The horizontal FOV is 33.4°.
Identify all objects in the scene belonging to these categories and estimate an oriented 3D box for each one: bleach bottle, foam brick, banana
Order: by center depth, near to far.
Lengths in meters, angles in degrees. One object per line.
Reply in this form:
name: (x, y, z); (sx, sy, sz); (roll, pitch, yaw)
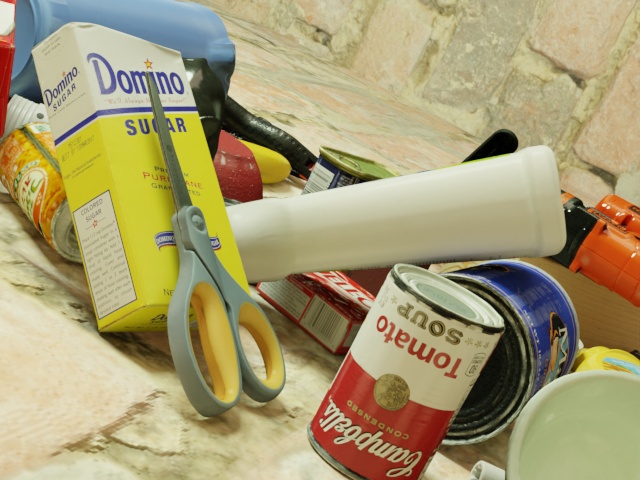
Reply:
bleach bottle: (0.023, -0.008, 0.682); (0.251, 0.068, 0.102); (-8, -3, 6)
foam brick: (0.058, 0.010, 0.880); (0.053, 0.078, 0.051); (34, 17, 32)
banana: (-0.093, -0.087, 1.055); (0.197, 0.037, 0.070); (15, 17, -39)

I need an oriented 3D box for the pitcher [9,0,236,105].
pitcher: (-0.213, -0.176, 1.012); (0.145, 0.149, 0.242); (49, 25, 24)

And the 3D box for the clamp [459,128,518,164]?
clamp: (0.110, -0.035, 1.024); (0.036, 0.164, 0.210); (44, -4, -3)

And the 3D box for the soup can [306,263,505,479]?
soup can: (0.045, 0.072, 0.563); (0.068, 0.102, 0.068); (25, 13, -7)

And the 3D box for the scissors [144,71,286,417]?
scissors: (-0.059, 0.006, 0.589); (0.096, 0.016, 0.202); (33, 39, -48)

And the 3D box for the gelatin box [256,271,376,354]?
gelatin box: (0.009, 0.046, 0.752); (0.089, 0.030, 0.073); (37, 17, 37)

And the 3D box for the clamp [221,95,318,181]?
clamp: (-0.074, -0.120, 1.157); (0.171, 0.039, 0.120); (28, -6, 14)

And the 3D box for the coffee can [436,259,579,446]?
coffee can: (0.103, 0.067, 0.689); (0.103, 0.103, 0.140); (31, 14, 20)

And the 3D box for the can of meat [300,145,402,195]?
can of meat: (0.025, -0.030, 0.955); (0.101, 0.084, 0.058); (11, 20, -48)

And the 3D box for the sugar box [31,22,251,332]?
sugar box: (-0.102, -0.035, 0.618); (0.093, 0.048, 0.176); (6, 63, -55)
